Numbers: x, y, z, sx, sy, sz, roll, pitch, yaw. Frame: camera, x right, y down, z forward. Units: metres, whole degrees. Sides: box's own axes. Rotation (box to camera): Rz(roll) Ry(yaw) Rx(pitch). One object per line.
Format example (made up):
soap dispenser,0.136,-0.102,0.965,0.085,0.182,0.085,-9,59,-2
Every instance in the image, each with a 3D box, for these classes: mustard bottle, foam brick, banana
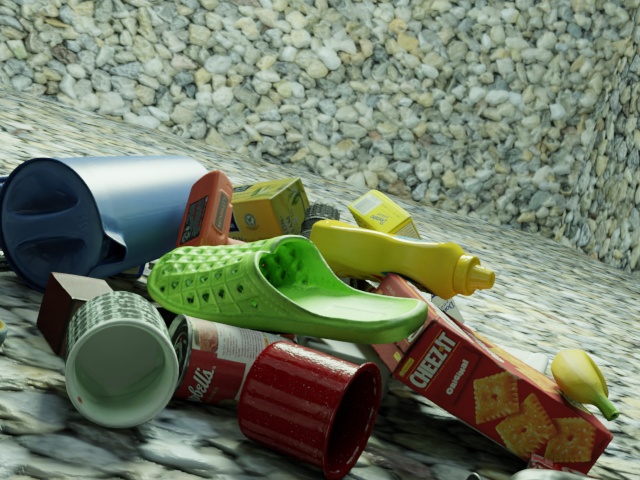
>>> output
mustard bottle,0.087,0.023,1.093,0.192,0.058,0.096,11,-10,31
foam brick,-0.205,0.065,0.916,0.052,0.051,0.078,12,10,-29
banana,0.245,0.132,1.000,0.069,0.037,0.197,59,11,9

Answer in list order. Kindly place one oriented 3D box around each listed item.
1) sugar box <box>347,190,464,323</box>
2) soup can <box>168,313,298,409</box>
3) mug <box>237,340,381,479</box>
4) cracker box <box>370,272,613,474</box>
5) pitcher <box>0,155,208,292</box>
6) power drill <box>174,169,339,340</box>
sugar box,0.101,0.029,1.256,0.093,0.048,0.176,43,-16,56
soup can,-0.075,0.104,0.882,0.102,0.068,0.069,15,9,-24
mug,-0.007,0.131,0.825,0.082,0.093,0.117,17,-24,25
cracker box,0.148,0.128,1.007,0.213,0.072,0.164,34,4,-16
pitcher,-0.221,-0.033,1.130,0.145,0.149,0.242,-28,-5,28
power drill,-0.058,0.001,1.145,0.187,0.184,0.057,31,-39,-29
